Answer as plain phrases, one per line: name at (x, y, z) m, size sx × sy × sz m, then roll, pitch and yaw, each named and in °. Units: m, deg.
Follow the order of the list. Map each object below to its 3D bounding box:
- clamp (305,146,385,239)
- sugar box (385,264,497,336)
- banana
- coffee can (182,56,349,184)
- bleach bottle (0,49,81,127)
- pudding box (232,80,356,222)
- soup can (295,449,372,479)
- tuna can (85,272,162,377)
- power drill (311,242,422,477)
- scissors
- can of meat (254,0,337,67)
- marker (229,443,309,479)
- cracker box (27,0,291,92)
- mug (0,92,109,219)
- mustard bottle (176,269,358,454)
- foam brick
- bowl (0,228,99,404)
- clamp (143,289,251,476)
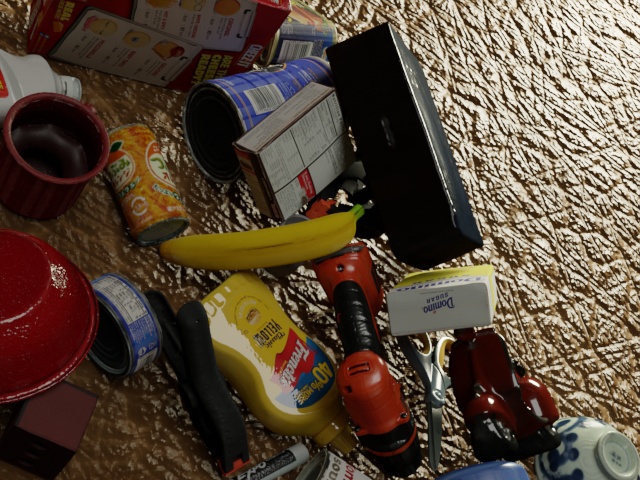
clamp at (0.048, -0.059, 1.126) m, size 0.209 × 0.036 × 0.164 m, roll -11°, pitch 65°, yaw -52°
sugar box at (0.120, 0.054, 1.028) m, size 0.176 × 0.093 × 0.048 m, roll -8°, pitch 90°, yaw -79°
banana at (-0.051, 0.004, 0.982) m, size 0.197 × 0.069 × 0.037 m, roll -9°, pitch 101°, yaw -3°
coffee can at (-0.054, -0.124, 1.082) m, size 0.140 × 0.103 × 0.103 m, roll -21°, pitch 75°, yaw -38°
bleach bottle at (-0.339, -0.149, 0.951) m, size 0.250 × 0.068 × 0.102 m, roll 0°, pitch 63°, yaw -34°
pudding box at (-0.022, -0.085, 1.025) m, size 0.113 × 0.039 × 0.090 m, roll -43°, pitch 133°, yaw -26°
soup can at (0.028, 0.238, 0.935) m, size 0.102 × 0.069 × 0.068 m, roll 35°, pitch 50°, yaw -8°
tuna can at (-0.174, 0.072, 0.901) m, size 0.033 × 0.086 × 0.086 m, roll -31°, pitch 81°, yaw -38°
power drill at (0.047, 0.110, 0.992) m, size 0.057 × 0.184 × 0.188 m, roll -17°, pitch 50°, yaw 4°
scissors at (0.097, 0.136, 1.028) m, size 0.096 × 0.016 × 0.201 m, roll 42°, pitch 28°, yaw -1°
can of meat at (-0.043, -0.228, 1.164) m, size 0.083 × 0.057 × 0.102 m, roll -4°, pitch 34°, yaw -36°
marker at (-0.060, 0.208, 0.931) m, size 0.120 × 0.020 × 0.020 m, roll -20°, pitch 74°, yaw -38°
cracker box at (-0.159, -0.228, 1.040) m, size 0.213 × 0.164 × 0.072 m, roll 10°, pitch 60°, yaw -26°
mug at (-0.239, -0.079, 0.954) m, size 0.093 × 0.082 × 0.117 m, roll 35°, pitch 50°, yaw -8°
mustard bottle at (-0.037, 0.120, 0.973) m, size 0.191 × 0.058 × 0.096 m, roll 47°, pitch 43°, yaw 1°
foam brick at (-0.215, 0.146, 0.836) m, size 0.053 × 0.078 × 0.051 m, roll 26°, pitch 52°, yaw -13°
bowl at (-0.252, 0.044, 0.818) m, size 0.162 × 0.055 × 0.162 m, roll 6°, pitch 49°, yaw -7°
clamp at (-0.107, 0.117, 0.913) m, size 0.039 × 0.120 × 0.171 m, roll -21°, pitch 110°, yaw -19°
